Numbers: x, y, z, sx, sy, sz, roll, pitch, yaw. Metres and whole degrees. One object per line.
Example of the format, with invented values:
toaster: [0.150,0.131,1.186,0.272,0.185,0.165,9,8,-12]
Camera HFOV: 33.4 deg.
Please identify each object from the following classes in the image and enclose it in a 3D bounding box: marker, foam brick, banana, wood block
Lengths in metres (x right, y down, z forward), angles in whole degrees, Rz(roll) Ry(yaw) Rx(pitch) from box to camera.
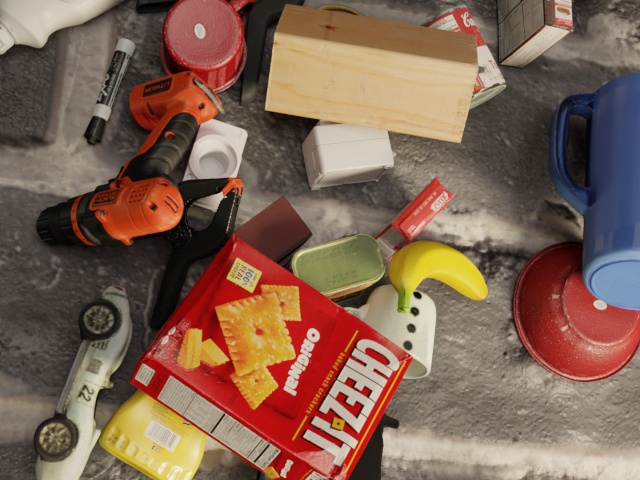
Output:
marker: [-0.222,-0.156,1.120,0.020,0.020,0.121,19,73,-9]
foam brick: [-0.057,0.001,1.104,0.078,0.053,0.051,-37,87,-21]
banana: [0.117,0.034,1.095,0.197,0.037,0.069,-3,87,-56]
wood block: [0.054,-0.176,1.117,0.206,0.090,0.090,10,33,1]

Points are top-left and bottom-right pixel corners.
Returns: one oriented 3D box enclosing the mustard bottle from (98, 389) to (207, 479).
mustard bottle: [-0.128,0.140,1.048,0.096,0.058,0.191,33,71,-9]

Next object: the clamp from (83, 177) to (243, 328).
clamp: [-0.140,0.005,1.062,0.171,0.039,0.120,-32,96,12]

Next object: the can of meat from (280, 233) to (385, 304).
can of meat: [0.009,0.034,1.096,0.102,0.084,0.057,-16,80,-18]

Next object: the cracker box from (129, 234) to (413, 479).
cracker box: [-0.042,0.119,0.995,0.213,0.072,0.164,34,52,1]

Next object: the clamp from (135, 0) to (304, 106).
clamp: [-0.088,-0.272,1.174,0.164,0.036,0.210,36,74,-4]

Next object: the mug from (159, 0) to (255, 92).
mug: [-0.112,-0.212,1.098,0.117,0.081,0.093,-42,90,-8]

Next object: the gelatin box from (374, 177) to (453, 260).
gelatin box: [0.096,-0.021,1.128,0.030,0.089,0.073,45,70,0]

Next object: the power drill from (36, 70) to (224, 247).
power drill: [-0.186,-0.075,1.056,0.057,0.185,0.187,49,49,-38]

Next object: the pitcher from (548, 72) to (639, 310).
pitcher: [0.334,-0.054,1.146,0.145,0.149,0.242,46,46,-38]

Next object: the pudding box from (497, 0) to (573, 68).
pudding box: [0.242,-0.259,1.213,0.039,0.114,0.090,4,76,-16]

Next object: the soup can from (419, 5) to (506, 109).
soup can: [0.157,-0.203,1.201,0.068,0.069,0.102,-24,84,-19]

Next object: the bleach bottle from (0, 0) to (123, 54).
bleach bottle: [-0.245,-0.277,1.124,0.102,0.068,0.250,46,73,1]

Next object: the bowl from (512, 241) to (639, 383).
bowl: [0.296,0.073,1.173,0.162,0.055,0.162,3,76,-13]
